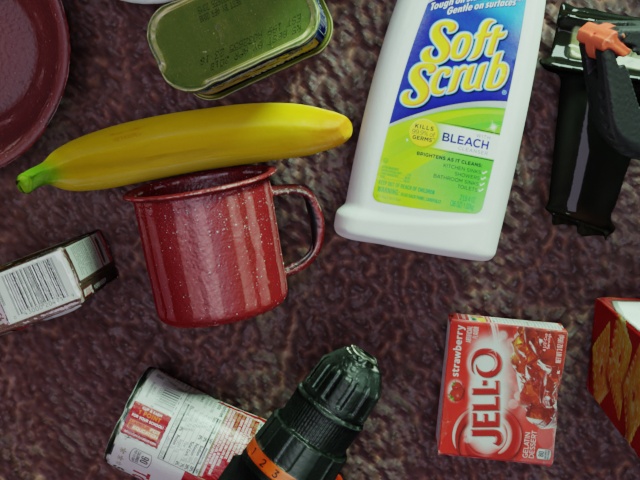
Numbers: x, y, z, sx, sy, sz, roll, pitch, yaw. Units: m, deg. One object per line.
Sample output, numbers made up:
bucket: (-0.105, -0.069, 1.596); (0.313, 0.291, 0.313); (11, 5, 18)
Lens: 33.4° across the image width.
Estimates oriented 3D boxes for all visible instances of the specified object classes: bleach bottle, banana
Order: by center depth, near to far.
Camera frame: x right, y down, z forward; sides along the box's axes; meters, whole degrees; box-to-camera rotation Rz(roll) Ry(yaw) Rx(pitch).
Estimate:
bleach bottle: (0.078, -0.119, 0.634); (0.102, 0.068, 0.251); (9, 95, 2)
banana: (-0.081, -0.055, 0.650); (0.197, 0.069, 0.037); (-12, 118, -4)

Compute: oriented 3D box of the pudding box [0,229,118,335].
pudding box: (-0.190, 0.033, 0.656); (0.113, 0.090, 0.039); (-19, 97, 5)

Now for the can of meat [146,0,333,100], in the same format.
can of meat: (-0.046, -0.124, 0.629); (0.102, 0.084, 0.057); (-24, 95, 6)

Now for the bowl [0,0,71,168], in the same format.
bowl: (-0.225, -0.118, 0.656); (0.162, 0.055, 0.162); (0, 97, 4)

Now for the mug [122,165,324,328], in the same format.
mug: (-0.054, 0.001, 0.648); (0.117, 0.093, 0.081); (-12, 101, -13)

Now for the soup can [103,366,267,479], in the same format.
soup can: (-0.076, 0.130, 0.672); (0.102, 0.068, 0.068); (25, 98, 1)

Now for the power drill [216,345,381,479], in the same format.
power drill: (0.024, 0.167, 0.636); (0.187, 0.057, 0.184); (30, 100, -29)

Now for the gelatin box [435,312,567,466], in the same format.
gelatin box: (0.113, 0.094, 0.674); (0.073, 0.030, 0.089); (6, 97, 3)
